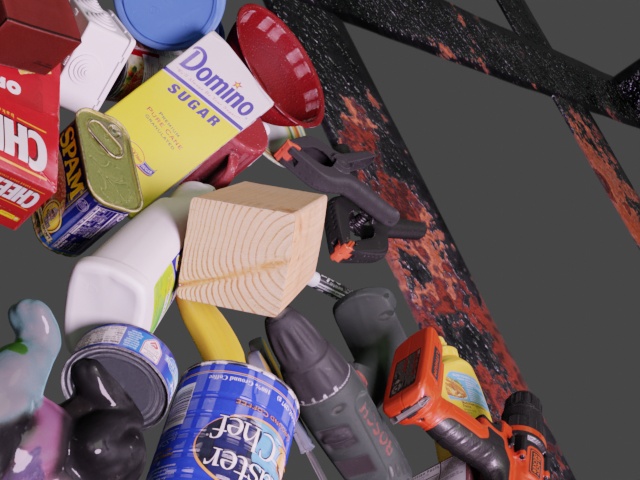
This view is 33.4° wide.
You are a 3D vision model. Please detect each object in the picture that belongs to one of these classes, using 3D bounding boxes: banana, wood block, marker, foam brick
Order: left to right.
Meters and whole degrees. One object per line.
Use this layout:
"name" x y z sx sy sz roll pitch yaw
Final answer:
"foam brick" -0.246 -0.177 0.876 0.078 0.053 0.051 8 55 -54
"banana" -0.089 0.126 0.949 0.069 0.037 0.198 26 40 -41
"wood block" -0.056 0.002 0.981 0.091 0.090 0.206 11 8 6
"marker" 0.006 0.050 1.186 0.121 0.020 0.020 28 38 -38

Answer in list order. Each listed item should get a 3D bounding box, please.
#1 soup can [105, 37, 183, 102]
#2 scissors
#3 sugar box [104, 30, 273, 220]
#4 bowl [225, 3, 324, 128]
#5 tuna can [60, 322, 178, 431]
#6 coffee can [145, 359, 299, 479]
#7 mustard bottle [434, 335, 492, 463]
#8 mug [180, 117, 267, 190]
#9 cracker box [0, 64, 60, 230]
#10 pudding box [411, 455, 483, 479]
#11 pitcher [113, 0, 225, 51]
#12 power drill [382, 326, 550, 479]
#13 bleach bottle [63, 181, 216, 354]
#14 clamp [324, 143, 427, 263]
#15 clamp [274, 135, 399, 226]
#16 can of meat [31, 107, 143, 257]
"soup can" -0.186 -0.171 1.090 0.102 0.069 0.068 2 58 -55
"scissors" -0.022 0.178 0.983 0.202 0.016 0.096 63 3 16
"sugar box" -0.140 -0.108 1.001 0.093 0.176 0.048 50 -10 -7
"bowl" -0.064 -0.192 1.244 0.162 0.055 0.162 42 34 -36
"tuna can" -0.154 0.106 0.826 0.086 0.086 0.033 44 29 -17
"coffee can" -0.080 0.178 0.821 0.102 0.103 0.140 40 41 -24
"mustard bottle" 0.155 0.194 1.210 0.096 0.058 0.191 23 42 -42
"mug" -0.109 -0.094 1.106 0.093 0.082 0.117 32 36 -34
"cracker box" -0.300 -0.136 0.884 0.164 0.072 0.214 27 40 -38
"pudding box" 0.122 0.270 1.051 0.039 0.090 0.113 41 32 -19
"pitcher" -0.152 -0.274 1.123 0.149 0.145 0.243 15 24 -14
"power drill" 0.151 0.171 1.047 0.187 0.057 0.184 41 31 -14
"bleach bottle" -0.140 0.007 0.938 0.068 0.103 0.250 19 31 6
"clamp" 0.046 -0.035 1.315 0.164 0.036 0.209 47 30 0
"clamp" 0.023 -0.074 1.269 0.171 0.039 0.120 9 38 -42
"can of meat" -0.205 -0.048 0.916 0.057 0.084 0.102 18 45 -46
